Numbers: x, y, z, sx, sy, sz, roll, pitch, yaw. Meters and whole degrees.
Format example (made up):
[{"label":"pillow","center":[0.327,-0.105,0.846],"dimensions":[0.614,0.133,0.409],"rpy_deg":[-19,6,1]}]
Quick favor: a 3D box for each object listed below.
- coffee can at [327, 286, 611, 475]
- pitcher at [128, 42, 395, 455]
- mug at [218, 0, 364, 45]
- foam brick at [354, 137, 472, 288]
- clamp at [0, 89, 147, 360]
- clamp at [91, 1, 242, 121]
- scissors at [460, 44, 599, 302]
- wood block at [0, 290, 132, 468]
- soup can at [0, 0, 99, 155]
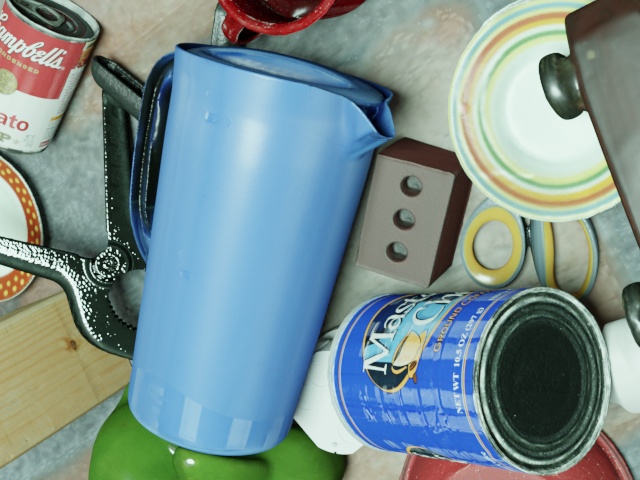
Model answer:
[{"label":"coffee can","center":[0.084,0.081,0.635],"dimensions":[0.141,0.102,0.103],"rpy_deg":[-7,103,57]},{"label":"pitcher","center":[-0.054,0.001,0.671],"dimensions":[0.145,0.149,0.243],"rpy_deg":[11,104,-11]},{"label":"mug","center":[-0.018,-0.167,0.658],"dimensions":[0.093,0.081,0.117],"rpy_deg":[44,117,9]},{"label":"foam brick","center":[0.061,-0.019,0.679],"dimensions":[0.053,0.051,0.078],"rpy_deg":[17,111,20]},{"label":"clamp","center":[-0.149,0.006,0.774],"dimensions":[0.210,0.036,0.164],"rpy_deg":[45,84,-7]},{"label":"clamp","center":[-0.092,-0.072,0.743],"dimensions":[0.120,0.039,0.171],"rpy_deg":[-9,97,27]},{"label":"scissors","center":[0.118,-0.053,0.662],"dimensions":[0.096,0.016,0.202],"rpy_deg":[-13,98,28]},{"label":"wood block","center":[-0.238,0.109,0.768],"dimensions":[0.090,0.205,0.091],"rpy_deg":[-21,95,28]},{"label":"soup can","center":[-0.210,-0.122,0.770],"dimensions":[0.068,0.068,0.102],"rpy_deg":[37,117,12]}]
